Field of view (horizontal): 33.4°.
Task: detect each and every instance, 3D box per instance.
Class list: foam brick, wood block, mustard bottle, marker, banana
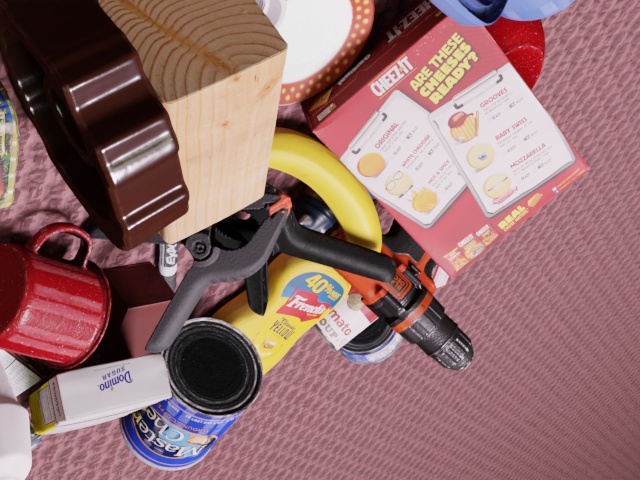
[{"bbox_3d":[-0.172,0.066,0.962,0.052,0.051,0.078,-9,138,-40],"label":"foam brick"},{"bbox_3d":[-0.092,-0.092,0.751,0.090,0.091,0.206,-28,163,-18],"label":"wood block"},{"bbox_3d":[-0.025,0.054,1.099,0.192,0.058,0.096,-43,137,6],"label":"mustard bottle"},{"bbox_3d":[-0.135,0.006,0.953,0.020,0.020,0.121,-22,146,-27],"label":"marker"},{"bbox_3d":[-0.001,-0.046,0.955,0.197,0.037,0.070,36,116,-29],"label":"banana"}]

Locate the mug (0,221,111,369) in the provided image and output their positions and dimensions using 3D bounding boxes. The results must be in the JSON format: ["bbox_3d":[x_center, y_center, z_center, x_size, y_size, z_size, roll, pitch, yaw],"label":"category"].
[{"bbox_3d":[-0.222,0.039,0.843,0.081,0.093,0.117,24,96,-52],"label":"mug"}]

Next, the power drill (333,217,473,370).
[{"bbox_3d":[0.119,0.013,1.073,0.187,0.184,0.057,-50,-172,-26],"label":"power drill"}]

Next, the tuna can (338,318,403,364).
[{"bbox_3d":[0.051,0.095,1.212,0.086,0.086,0.033,-37,149,-3],"label":"tuna can"}]

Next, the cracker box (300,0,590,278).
[{"bbox_3d":[0.112,-0.093,0.944,0.164,0.072,0.213,-40,121,10],"label":"cracker box"}]

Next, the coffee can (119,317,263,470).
[{"bbox_3d":[-0.129,0.152,1.044,0.102,0.103,0.141,-15,157,-35],"label":"coffee can"}]

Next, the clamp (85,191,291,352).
[{"bbox_3d":[-0.098,0.016,0.878,0.171,0.120,0.039,-19,-171,7],"label":"clamp"}]

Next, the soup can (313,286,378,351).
[{"bbox_3d":[0.035,0.065,1.171,0.102,0.068,0.068,-38,150,-2],"label":"soup can"}]

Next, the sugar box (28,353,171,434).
[{"bbox_3d":[-0.200,0.137,0.946,0.093,0.048,0.176,-10,169,-25],"label":"sugar box"}]

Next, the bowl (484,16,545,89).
[{"bbox_3d":[0.158,-0.163,1.010,0.162,0.055,0.162,-27,148,-19],"label":"bowl"}]

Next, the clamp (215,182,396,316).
[{"bbox_3d":[-0.056,0.001,0.959,0.165,0.036,0.209,-24,133,37],"label":"clamp"}]
